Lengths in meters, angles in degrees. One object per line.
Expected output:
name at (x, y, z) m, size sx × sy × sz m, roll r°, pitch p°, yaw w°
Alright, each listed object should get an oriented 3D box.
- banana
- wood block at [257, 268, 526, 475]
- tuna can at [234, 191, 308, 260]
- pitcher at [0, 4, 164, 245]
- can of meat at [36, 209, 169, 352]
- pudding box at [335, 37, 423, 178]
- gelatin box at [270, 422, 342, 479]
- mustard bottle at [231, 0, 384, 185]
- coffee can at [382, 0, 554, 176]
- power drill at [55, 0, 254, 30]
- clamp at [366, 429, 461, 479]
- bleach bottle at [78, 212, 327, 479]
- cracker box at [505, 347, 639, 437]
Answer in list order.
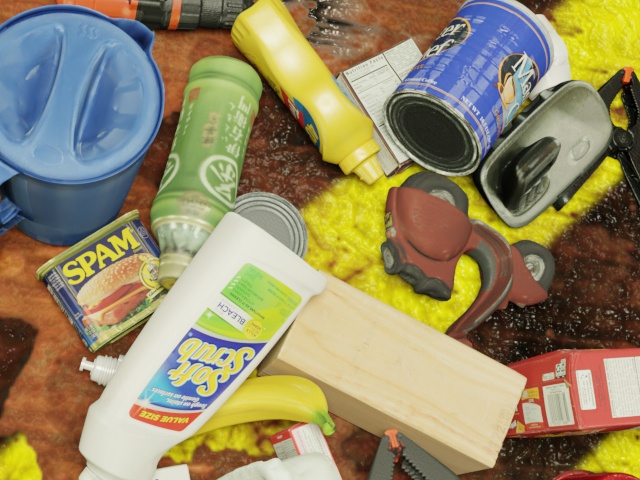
banana at (-0.075, 0.144, 0.895) m, size 0.198 × 0.069 × 0.037 m, roll -11°, pitch 105°, yaw 20°
wood block at (0.062, 0.119, 0.941) m, size 0.206 × 0.091 × 0.090 m, roll 28°, pitch 69°, yaw -5°
tuna can at (-0.056, 0.001, 0.973) m, size 0.086 × 0.034 × 0.086 m, roll 4°, pitch 74°, yaw -13°
pitcher at (-0.209, -0.067, 0.841) m, size 0.149 × 0.243 × 0.145 m, roll -3°, pitch 76°, yaw -15°
can of meat at (-0.179, 0.037, 0.921) m, size 0.102 × 0.057 × 0.084 m, roll -34°, pitch 88°, yaw -20°
pudding box at (0.077, -0.130, 1.040) m, size 0.090 × 0.039 × 0.113 m, roll -29°, pitch 82°, yaw -20°
gelatin box at (-0.007, 0.199, 0.911) m, size 0.030 × 0.073 × 0.089 m, roll -21°, pitch 81°, yaw -19°
mustard bottle at (-0.005, -0.132, 0.988) m, size 0.058 × 0.096 × 0.191 m, roll -37°, pitch 87°, yaw -5°
coffee can at (0.137, -0.143, 0.982) m, size 0.103 × 0.103 × 0.140 m, roll 39°, pitch 64°, yaw -2°
power drill at (-0.155, -0.286, 1.006) m, size 0.184 × 0.057 × 0.187 m, roll 2°, pitch 69°, yaw -19°
clamp at (0.097, 0.245, 0.854) m, size 0.164 × 0.036 × 0.210 m, roll -6°, pitch 49°, yaw -6°
bleach bottle at (-0.106, 0.105, 0.858) m, size 0.102 × 0.068 × 0.251 m, roll 38°, pitch 85°, yaw -32°
cracker box at (0.284, 0.132, 0.955) m, size 0.213 × 0.164 × 0.072 m, roll -2°, pitch 78°, yaw -15°
